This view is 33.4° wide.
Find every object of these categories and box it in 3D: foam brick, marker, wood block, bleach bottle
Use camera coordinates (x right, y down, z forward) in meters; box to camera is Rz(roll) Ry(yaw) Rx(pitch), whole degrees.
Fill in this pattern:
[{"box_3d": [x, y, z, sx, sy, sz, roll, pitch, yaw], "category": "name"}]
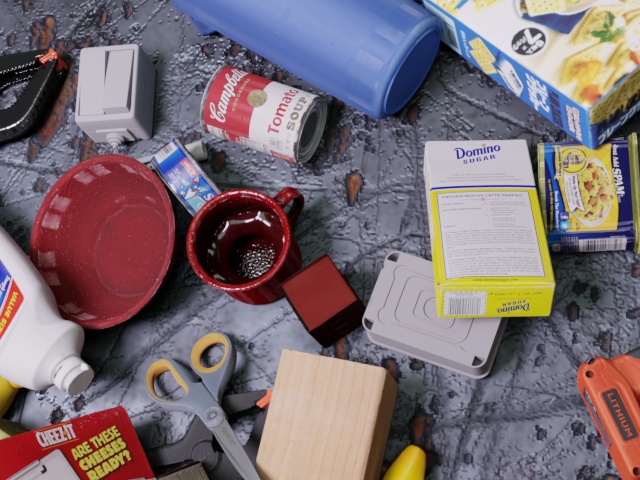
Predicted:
[{"box_3d": [0.005, 0.054, 0.932, 0.053, 0.078, 0.051, -35, 70, 1], "category": "foam brick"}, {"box_3d": [-0.170, -0.073, 1.038, 0.121, 0.020, 0.020, -15, 71, 7], "category": "marker"}, {"box_3d": [-0.003, 0.204, 0.879, 0.090, 0.090, 0.206, 9, 75, 14], "category": "wood block"}, {"box_3d": [-0.288, 0.046, 0.959, 0.251, 0.068, 0.102, 37, 79, 25], "category": "bleach bottle"}]

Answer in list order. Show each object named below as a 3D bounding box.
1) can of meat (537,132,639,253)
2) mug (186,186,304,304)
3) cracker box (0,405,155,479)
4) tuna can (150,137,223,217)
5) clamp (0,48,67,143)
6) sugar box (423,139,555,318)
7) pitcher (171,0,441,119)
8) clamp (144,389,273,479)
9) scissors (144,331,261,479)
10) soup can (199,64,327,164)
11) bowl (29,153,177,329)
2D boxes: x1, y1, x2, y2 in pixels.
[{"box_3d": [0.233, -0.039, 0.926, 0.084, 0.057, 0.102, -3, 72, 13], "category": "can of meat"}, {"box_3d": [-0.056, 0.001, 0.958, 0.093, 0.081, 0.117, 36, 83, 19], "category": "mug"}, {"box_3d": [-0.189, 0.255, 0.845, 0.072, 0.163, 0.214, -35, 75, 30], "category": "cracker box"}, {"box_3d": [-0.118, -0.052, 0.986, 0.034, 0.086, 0.086, -39, 70, -1], "category": "tuna can"}, {"box_3d": [-0.343, -0.115, 1.077, 0.210, 0.036, 0.165, -30, 69, 0], "category": "clamp"}, {"box_3d": [0.139, -0.014, 0.903, 0.093, 0.048, 0.176, -1, 43, 2], "category": "sugar box"}, {"box_3d": [-0.009, -0.225, 0.991, 0.243, 0.149, 0.145, 34, 80, 16], "category": "pitcher"}, {"box_3d": [-0.106, 0.187, 0.933, 0.120, 0.039, 0.171, 38, 86, 14], "category": "clamp"}, {"box_3d": [-0.080, 0.135, 0.910, 0.096, 0.016, 0.202, -45, 40, -19], "category": "scissors"}, {"box_3d": [-0.053, -0.118, 1.003, 0.102, 0.068, 0.068, 21, 78, 16], "category": "soup can"}, {"box_3d": [-0.189, 0.005, 0.986, 0.162, 0.055, 0.162, -6, 77, 25], "category": "bowl"}]
